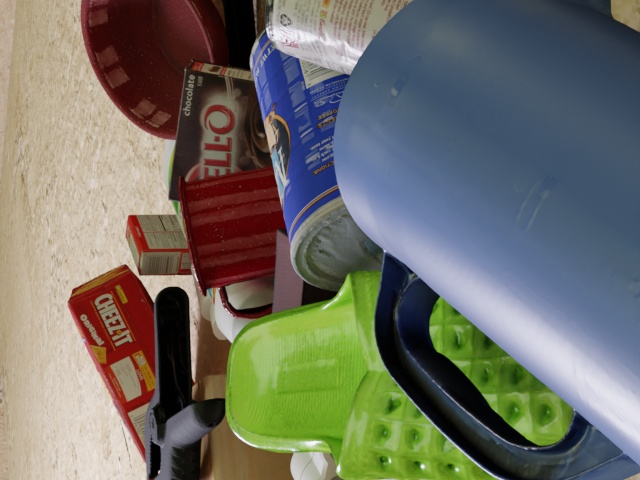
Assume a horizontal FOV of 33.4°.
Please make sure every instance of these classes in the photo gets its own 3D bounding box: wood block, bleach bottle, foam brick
[{"bbox_3d":[-0.047,0.209,0.794,0.091,0.090,0.206,137,130,-60],"label":"wood block"},{"bbox_3d":[-0.075,-0.002,0.905,0.251,0.068,0.103,-115,31,-42],"label":"bleach bottle"},{"bbox_3d":[0.002,0.035,0.665,0.051,0.052,0.078,-150,62,-65],"label":"foam brick"}]

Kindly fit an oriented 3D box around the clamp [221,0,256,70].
[{"bbox_3d":[-0.071,-0.240,0.918,0.165,0.036,0.210,106,157,-53],"label":"clamp"}]

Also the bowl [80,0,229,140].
[{"bbox_3d":[-0.130,-0.169,0.909,0.162,0.055,0.162,23,129,31],"label":"bowl"}]

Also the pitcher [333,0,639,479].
[{"bbox_3d":[0.106,0.010,0.367,0.243,0.145,0.149,49,161,54],"label":"pitcher"}]

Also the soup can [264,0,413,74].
[{"bbox_3d":[0.032,-0.114,0.541,0.068,0.102,0.068,-55,-22,-36],"label":"soup can"}]

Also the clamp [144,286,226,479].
[{"bbox_3d":[-0.099,0.132,0.754,0.120,0.039,0.171,-116,28,-54],"label":"clamp"}]

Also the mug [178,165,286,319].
[{"bbox_3d":[-0.055,0.001,0.804,0.093,0.081,0.117,-177,76,-88],"label":"mug"}]

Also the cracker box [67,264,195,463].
[{"bbox_3d":[-0.174,0.109,1.019,0.164,0.072,0.214,64,170,-5],"label":"cracker box"}]

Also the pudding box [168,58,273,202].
[{"bbox_3d":[-0.068,-0.079,0.844,0.039,0.090,0.113,-88,8,-68],"label":"pudding box"}]

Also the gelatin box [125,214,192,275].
[{"bbox_3d":[-0.135,0.004,1.015,0.073,0.089,0.030,-123,38,-54],"label":"gelatin box"}]

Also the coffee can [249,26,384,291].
[{"bbox_3d":[0.021,-0.056,0.609,0.103,0.102,0.140,120,144,-51],"label":"coffee can"}]
